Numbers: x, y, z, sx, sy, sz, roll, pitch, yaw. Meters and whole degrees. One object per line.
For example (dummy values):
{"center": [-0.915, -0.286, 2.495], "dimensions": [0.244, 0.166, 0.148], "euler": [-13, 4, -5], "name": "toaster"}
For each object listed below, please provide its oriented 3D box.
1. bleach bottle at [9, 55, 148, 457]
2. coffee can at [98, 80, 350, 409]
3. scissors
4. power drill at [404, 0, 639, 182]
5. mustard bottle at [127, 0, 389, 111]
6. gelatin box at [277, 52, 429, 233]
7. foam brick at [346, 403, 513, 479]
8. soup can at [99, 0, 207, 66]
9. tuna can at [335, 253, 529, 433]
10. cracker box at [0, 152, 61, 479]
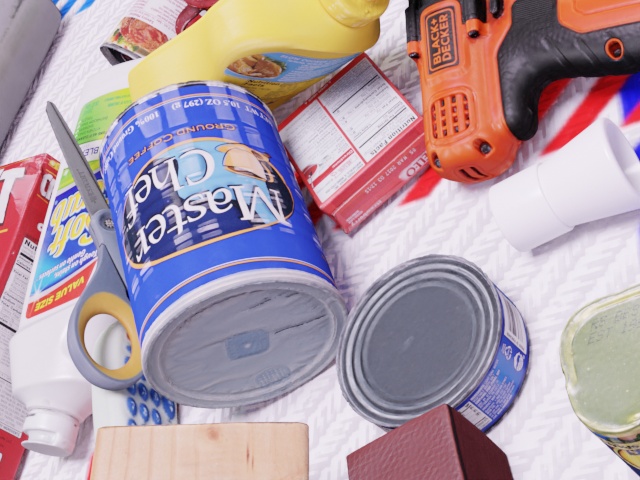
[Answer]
{"center": [-0.130, 0.008, 0.659], "dimensions": [0.103, 0.068, 0.250], "euler": [-8, 59, 32], "name": "bleach bottle"}
{"center": [-0.054, 0.001, 0.554], "dimensions": [0.103, 0.102, 0.140], "euler": [-34, 50, 17], "name": "coffee can"}
{"center": [-0.130, 0.005, 0.594], "dimensions": [0.202, 0.096, 0.016], "euler": [49, 134, 13], "name": "scissors"}
{"center": [0.127, -0.133, 0.520], "dimensions": [0.188, 0.057, 0.184], "euler": [-15, 69, 35], "name": "power drill"}
{"center": [-0.024, -0.111, 0.588], "dimensions": [0.192, 0.096, 0.058], "euler": [-22, 78, 51], "name": "mustard bottle"}
{"center": [0.020, -0.056, 0.599], "dimensions": [0.073, 0.030, 0.089], "euler": [-41, 40, 8], "name": "gelatin box"}
{"center": [0.050, 0.117, 0.429], "dimensions": [0.053, 0.051, 0.078], "euler": [-30, 44, 22], "name": "foam brick"}
{"center": [-0.098, -0.156, 0.747], "dimensions": [0.069, 0.068, 0.102], "euler": [21, 75, 47], "name": "soup can"}
{"center": [0.051, 0.051, 0.489], "dimensions": [0.086, 0.033, 0.086], "euler": [-23, 48, 27], "name": "tuna can"}
{"center": [-0.248, 0.056, 0.717], "dimensions": [0.164, 0.072, 0.213], "euler": [-10, 54, 35], "name": "cracker box"}
